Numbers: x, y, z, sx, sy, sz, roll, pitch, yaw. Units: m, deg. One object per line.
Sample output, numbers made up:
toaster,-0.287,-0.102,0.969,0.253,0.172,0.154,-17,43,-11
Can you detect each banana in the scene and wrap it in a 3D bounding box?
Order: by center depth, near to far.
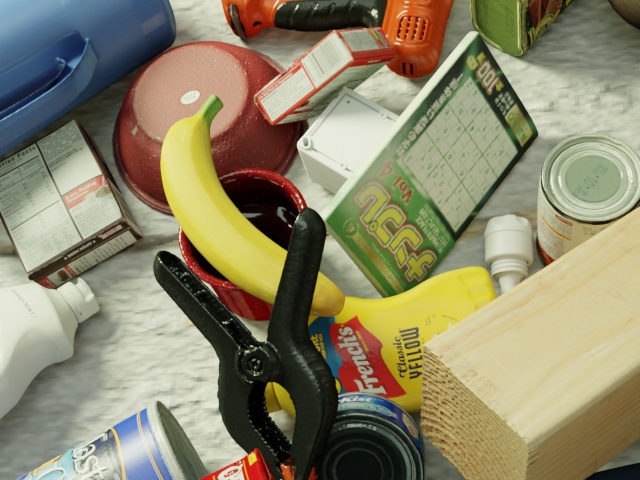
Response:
banana,-0.058,-0.018,0.712,0.069,0.037,0.198,-31,64,-2

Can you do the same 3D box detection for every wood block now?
wood block,0.167,0.066,0.643,0.205,0.091,0.090,-29,50,-22

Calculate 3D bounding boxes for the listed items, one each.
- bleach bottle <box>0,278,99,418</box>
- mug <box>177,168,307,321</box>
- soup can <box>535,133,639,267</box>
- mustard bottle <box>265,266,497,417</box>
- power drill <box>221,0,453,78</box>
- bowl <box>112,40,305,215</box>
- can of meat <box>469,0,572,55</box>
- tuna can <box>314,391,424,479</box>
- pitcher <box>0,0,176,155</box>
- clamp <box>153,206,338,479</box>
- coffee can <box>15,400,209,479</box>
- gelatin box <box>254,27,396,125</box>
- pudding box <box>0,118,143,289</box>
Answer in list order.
bleach bottle,-0.264,0.109,0.750,0.250,0.068,0.103,-34,60,-23
mug,-0.055,0.001,0.771,0.117,0.081,0.093,38,77,23
soup can,0.182,-0.020,0.725,0.068,0.102,0.068,-4,64,8
mustard bottle,0.031,0.083,0.727,0.191,0.058,0.096,-13,85,6
power drill,0.022,-0.226,0.876,0.188,0.057,0.184,7,67,14
bowl,-0.095,-0.101,0.841,0.162,0.055,0.162,-4,65,9
can of meat,0.160,-0.201,0.815,0.057,0.102,0.084,39,79,23
tuna can,0.025,0.144,0.690,0.086,0.033,0.086,1,103,5
pitcher,-0.235,-0.142,0.836,0.242,0.145,0.149,-33,85,-14
clamp,-0.043,0.070,0.662,0.120,0.039,0.171,-6,90,30
coffee can,-0.143,0.182,0.691,0.140,0.103,0.103,-29,63,-3
gelatin box,0.003,-0.124,0.802,0.089,0.073,0.030,-34,83,32
pudding box,-0.204,-0.028,0.837,0.090,0.039,0.113,-31,61,-2
